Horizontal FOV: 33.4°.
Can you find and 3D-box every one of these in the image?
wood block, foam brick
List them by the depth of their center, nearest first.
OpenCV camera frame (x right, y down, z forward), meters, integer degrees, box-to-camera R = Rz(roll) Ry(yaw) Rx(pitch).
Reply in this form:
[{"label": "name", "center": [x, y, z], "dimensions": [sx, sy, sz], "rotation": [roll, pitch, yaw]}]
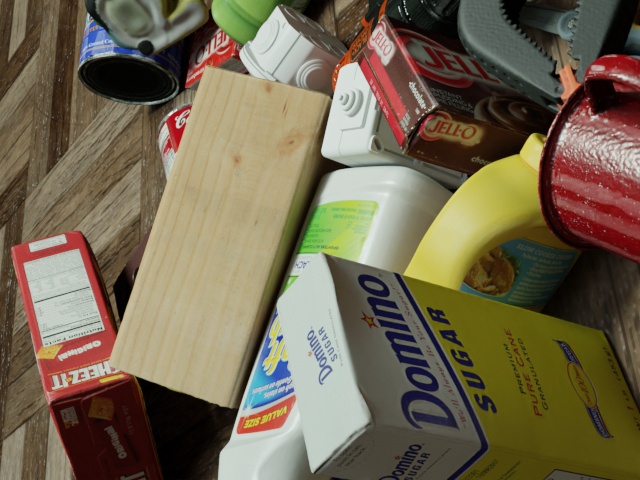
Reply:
[{"label": "wood block", "center": [-0.055, 0.001, 0.716], "dimensions": [0.090, 0.090, 0.206], "rotation": [16, 87, 17]}, {"label": "foam brick", "center": [-0.140, 0.036, 0.939], "dimensions": [0.078, 0.051, 0.053], "rotation": [-54, 37, 27]}]

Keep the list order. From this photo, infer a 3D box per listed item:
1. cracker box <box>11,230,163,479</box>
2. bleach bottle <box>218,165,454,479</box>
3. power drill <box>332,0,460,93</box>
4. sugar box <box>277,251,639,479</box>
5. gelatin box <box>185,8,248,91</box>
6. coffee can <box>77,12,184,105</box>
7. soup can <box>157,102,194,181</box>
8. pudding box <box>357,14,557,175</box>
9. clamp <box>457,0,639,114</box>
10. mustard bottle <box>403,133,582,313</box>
[{"label": "cracker box", "center": [-0.193, 0.116, 0.897], "dimensions": [0.214, 0.072, 0.164], "rotation": [-124, 21, -51]}, {"label": "bleach bottle", "center": [0.002, 0.080, 0.644], "dimensions": [0.103, 0.068, 0.250], "rotation": [1, 65, 53]}, {"label": "power drill", "center": [0.063, -0.196, 0.709], "dimensions": [0.185, 0.057, 0.187], "rotation": [143, 137, -62]}, {"label": "sugar box", "center": [0.071, 0.069, 0.485], "dimensions": [0.048, 0.176, 0.093], "rotation": [-49, 39, 33]}, {"label": "gelatin box", "center": [-0.089, -0.183, 0.987], "dimensions": [0.089, 0.030, 0.073], "rotation": [-20, 59, 52]}, {"label": "coffee can", "center": [-0.187, -0.224, 1.087], "dimensions": [0.103, 0.102, 0.140], "rotation": [-23, 57, 51]}, {"label": "soup can", "center": [-0.098, -0.061, 0.906], "dimensions": [0.069, 0.068, 0.102], "rotation": [-53, 37, 28]}, {"label": "pudding box", "center": [0.084, -0.074, 0.592], "dimensions": [0.039, 0.113, 0.090], "rotation": [-55, 36, 31]}, {"label": "clamp", "center": [0.118, -0.155, 0.554], "dimensions": [0.165, 0.036, 0.210], "rotation": [-28, 54, 18]}, {"label": "mustard bottle", "center": [0.087, 0.017, 0.560], "dimensions": [0.058, 0.096, 0.192], "rotation": [50, 117, 40]}]
